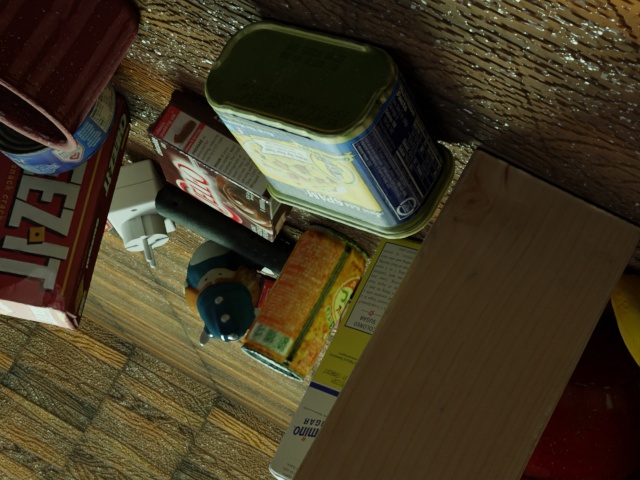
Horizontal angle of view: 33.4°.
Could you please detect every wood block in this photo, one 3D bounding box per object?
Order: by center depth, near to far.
[{"bbox_3d":[0.065,0.074,0.524,0.091,0.206,0.090,27,166,11],"label":"wood block"}]

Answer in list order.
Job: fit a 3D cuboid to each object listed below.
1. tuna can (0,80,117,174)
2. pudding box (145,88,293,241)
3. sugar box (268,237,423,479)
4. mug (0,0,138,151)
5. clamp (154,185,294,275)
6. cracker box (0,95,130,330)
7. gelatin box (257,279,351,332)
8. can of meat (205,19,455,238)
[{"bbox_3d":[-0.178,-0.087,0.702,0.086,0.086,0.033,23,166,27],"label":"tuna can"},{"bbox_3d":[-0.062,-0.047,0.705,0.090,0.039,0.113,29,166,6],"label":"pudding box"},{"bbox_3d":[0.039,0.095,0.710,0.048,0.176,0.093,18,162,40],"label":"sugar box"},{"bbox_3d":[-0.163,-0.114,0.584,0.117,0.081,0.093,30,166,-2],"label":"mug"},{"bbox_3d":[-0.056,0.001,0.845,0.171,0.039,0.120,25,-175,8],"label":"clamp"},{"bbox_3d":[-0.259,-0.042,0.752,0.213,0.164,0.072,12,166,-2],"label":"cracker box"},{"bbox_3d":[-0.009,0.058,0.921,0.073,0.030,0.089,15,177,9],"label":"gelatin box"},{"bbox_3d":[0.003,-0.054,0.512,0.102,0.057,0.084,20,161,34],"label":"can of meat"}]
